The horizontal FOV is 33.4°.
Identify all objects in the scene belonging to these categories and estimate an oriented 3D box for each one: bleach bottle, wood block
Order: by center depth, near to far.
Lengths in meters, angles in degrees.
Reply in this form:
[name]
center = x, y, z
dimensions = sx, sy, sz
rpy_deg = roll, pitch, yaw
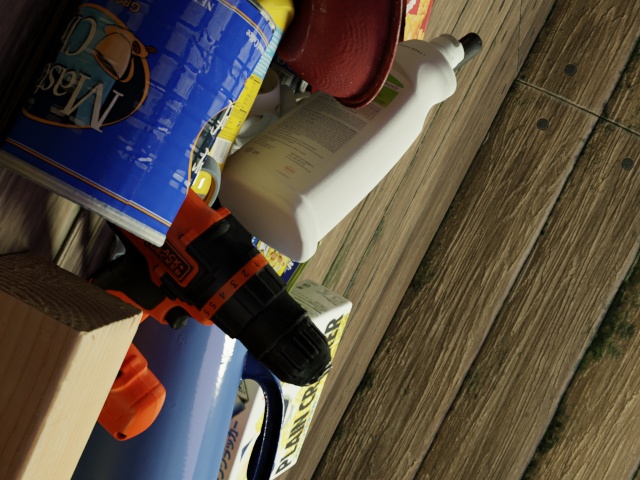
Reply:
[wood block]
center = -0.200, 0.120, 0.649
dimensions = 0.206, 0.090, 0.090
rpy_deg = -65, 170, 9
[bleach bottle]
center = 0.035, -0.092, 0.866
dimensions = 0.250, 0.103, 0.068
rpy_deg = -40, 144, -27

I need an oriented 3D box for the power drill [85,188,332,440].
[power drill]
center = -0.099, 0.056, 0.704
dimensions = 0.188, 0.184, 0.057
rpy_deg = -45, 175, 37

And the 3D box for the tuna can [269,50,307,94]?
[tuna can]
center = -0.017, -0.165, 0.927
dimensions = 0.086, 0.034, 0.086
rpy_deg = -58, 179, -2

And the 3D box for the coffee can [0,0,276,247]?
[coffee can]
center = -0.101, -0.081, 0.592
dimensions = 0.140, 0.103, 0.102
rpy_deg = -62, 169, -4

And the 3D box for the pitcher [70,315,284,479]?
[pitcher]
center = -0.115, 0.115, 0.859
dimensions = 0.148, 0.145, 0.243
rpy_deg = -1, 113, -51

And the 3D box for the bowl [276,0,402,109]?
[bowl]
center = 0.001, -0.179, 0.794
dimensions = 0.162, 0.055, 0.162
rpy_deg = 176, -90, -67
